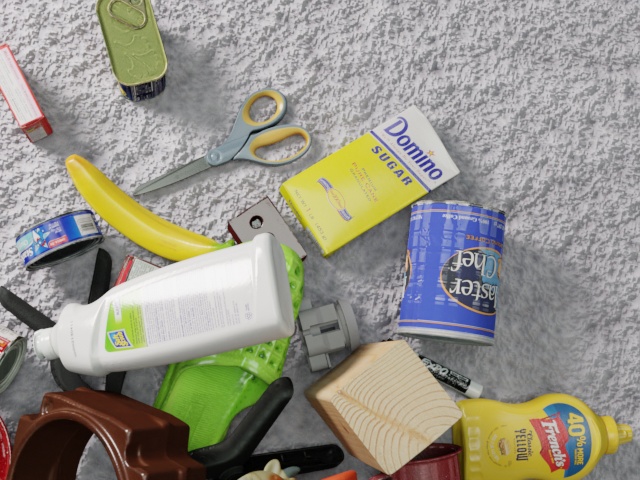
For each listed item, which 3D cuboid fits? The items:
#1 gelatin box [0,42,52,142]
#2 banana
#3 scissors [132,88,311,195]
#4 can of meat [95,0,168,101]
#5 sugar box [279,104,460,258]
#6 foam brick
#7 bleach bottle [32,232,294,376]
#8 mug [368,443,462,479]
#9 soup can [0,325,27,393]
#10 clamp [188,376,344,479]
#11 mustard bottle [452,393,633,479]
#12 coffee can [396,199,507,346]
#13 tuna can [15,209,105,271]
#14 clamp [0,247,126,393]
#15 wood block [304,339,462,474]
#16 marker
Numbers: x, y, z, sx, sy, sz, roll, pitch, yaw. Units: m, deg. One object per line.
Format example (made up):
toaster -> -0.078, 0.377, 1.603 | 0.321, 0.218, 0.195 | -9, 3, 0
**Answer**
gelatin box -> -0.315, -0.152, 1.110 | 0.030, 0.073, 0.089 | -28, 87, -10
banana -> -0.181, -0.023, 1.118 | 0.198, 0.070, 0.037 | 27, 38, 1
scissors -> -0.111, -0.110, 1.160 | 0.201, 0.016, 0.096 | -9, 83, -8
can of meat -> -0.197, -0.204, 1.125 | 0.057, 0.084, 0.102 | -16, 86, -9
sugar box -> 0.054, -0.065, 1.159 | 0.176, 0.048, 0.093 | -32, 88, -8
foam brick -> -0.057, 0.001, 1.134 | 0.053, 0.051, 0.078 | -34, 89, -9
bleach bottle -> -0.155, 0.069, 1.023 | 0.251, 0.068, 0.102 | -12, 71, 10
mug -> 0.096, 0.261, 1.099 | 0.117, 0.093, 0.081 | -6, 88, -34
soup can -> -0.355, 0.105, 1.069 | 0.102, 0.068, 0.068 | 25, 81, 5
clamp -> -0.081, 0.232, 1.086 | 0.210, 0.164, 0.036 | -34, 46, 6
mustard bottle -> 0.240, 0.213, 1.143 | 0.191, 0.058, 0.096 | -3, 86, -8
coffee can -> 0.139, 0.036, 1.129 | 0.102, 0.103, 0.140 | 8, 82, -6
tuna can -> -0.267, 0.000, 1.092 | 0.086, 0.086, 0.034 | -23, 85, -9
clamp -> -0.259, 0.102, 1.103 | 0.120, 0.039, 0.171 | -14, 85, -10
wood block -> 0.054, 0.160, 1.051 | 0.090, 0.206, 0.091 | -38, 90, -10
marker -> 0.119, 0.139, 1.156 | 0.121, 0.020, 0.020 | 27, 81, -3
